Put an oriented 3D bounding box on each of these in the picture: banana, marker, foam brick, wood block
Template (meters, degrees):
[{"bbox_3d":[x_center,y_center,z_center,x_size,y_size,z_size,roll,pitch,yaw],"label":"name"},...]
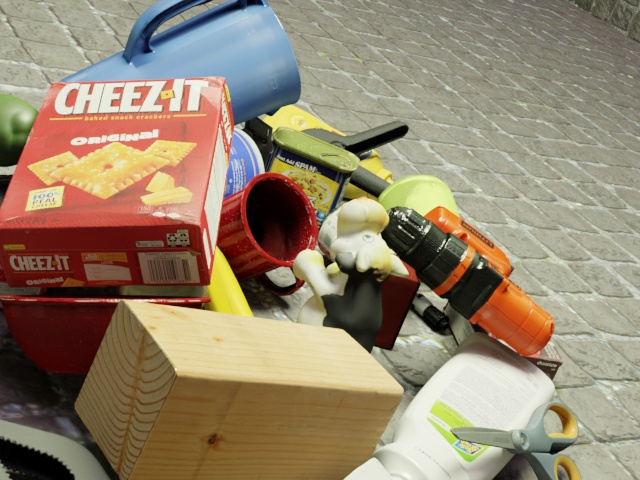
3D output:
[{"bbox_3d":[-0.076,0.061,0.922,0.037,0.069,0.198,-11,25,-14],"label":"banana"},{"bbox_3d":[0.094,0.056,1.125,0.020,0.020,0.121,-1,33,-40],"label":"marker"},{"bbox_3d":[0.056,0.054,1.028,0.051,0.078,0.053,16,23,-11],"label":"foam brick"},{"bbox_3d":[-0.053,0.113,0.761,0.205,0.091,0.090,12,21,-41],"label":"wood block"}]

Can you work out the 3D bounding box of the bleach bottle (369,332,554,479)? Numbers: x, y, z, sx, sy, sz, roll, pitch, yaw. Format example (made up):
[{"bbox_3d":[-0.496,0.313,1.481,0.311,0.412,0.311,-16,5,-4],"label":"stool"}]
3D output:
[{"bbox_3d":[0.104,0.158,0.875,0.103,0.068,0.250,33,29,21],"label":"bleach bottle"}]

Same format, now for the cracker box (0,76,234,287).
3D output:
[{"bbox_3d":[-0.165,-0.055,0.898,0.164,0.072,0.213,-1,41,3],"label":"cracker box"}]

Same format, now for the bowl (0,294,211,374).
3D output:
[{"bbox_3d":[-0.163,0.069,0.799,0.162,0.055,0.162,0,-1,0],"label":"bowl"}]

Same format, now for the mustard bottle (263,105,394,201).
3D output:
[{"bbox_3d":[0.016,-0.101,1.335,0.192,0.058,0.096,30,35,17],"label":"mustard bottle"}]

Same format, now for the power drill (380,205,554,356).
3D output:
[{"bbox_3d":[0.127,0.021,1.000,0.184,0.057,0.187,40,11,-6],"label":"power drill"}]

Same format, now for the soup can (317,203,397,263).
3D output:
[{"bbox_3d":[0.050,0.014,1.118,0.068,0.069,0.102,1,31,-38],"label":"soup can"}]

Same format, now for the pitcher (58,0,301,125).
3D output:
[{"bbox_3d":[-0.154,-0.172,1.137,0.242,0.149,0.145,-26,3,-16],"label":"pitcher"}]

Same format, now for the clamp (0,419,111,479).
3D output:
[{"bbox_3d":[-0.143,0.173,0.671,0.210,0.036,0.164,35,26,19],"label":"clamp"}]

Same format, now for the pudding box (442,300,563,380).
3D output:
[{"bbox_3d":[0.184,0.097,1.090,0.090,0.039,0.113,12,26,-19],"label":"pudding box"}]

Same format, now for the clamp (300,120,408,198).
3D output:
[{"bbox_3d":[0.026,-0.106,1.276,0.171,0.039,0.120,13,49,8],"label":"clamp"}]

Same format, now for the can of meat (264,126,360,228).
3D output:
[{"bbox_3d":[-0.018,-0.069,1.213,0.102,0.084,0.057,23,24,2],"label":"can of meat"}]

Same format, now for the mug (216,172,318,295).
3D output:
[{"bbox_3d":[-0.057,0.001,1.022,0.093,0.082,0.117,-41,103,-44],"label":"mug"}]

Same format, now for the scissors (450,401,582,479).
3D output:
[{"bbox_3d":[0.165,0.178,0.852,0.201,0.016,0.096,-5,77,-54],"label":"scissors"}]
